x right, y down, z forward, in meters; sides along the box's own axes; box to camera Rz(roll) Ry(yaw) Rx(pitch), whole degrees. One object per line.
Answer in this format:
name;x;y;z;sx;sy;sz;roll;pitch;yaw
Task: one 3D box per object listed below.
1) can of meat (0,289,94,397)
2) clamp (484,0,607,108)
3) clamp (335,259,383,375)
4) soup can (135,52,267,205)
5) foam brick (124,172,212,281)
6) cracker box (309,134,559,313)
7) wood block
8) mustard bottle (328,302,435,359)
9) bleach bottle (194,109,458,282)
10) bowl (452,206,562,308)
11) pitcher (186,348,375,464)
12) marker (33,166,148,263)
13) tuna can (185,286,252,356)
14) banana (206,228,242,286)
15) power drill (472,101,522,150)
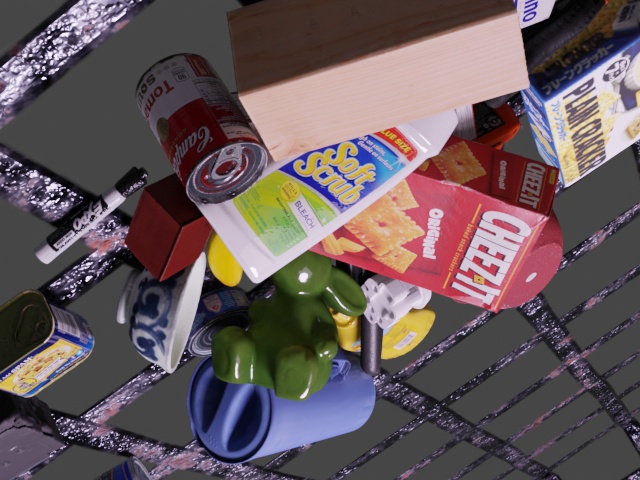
can of meat;-0.273;0.099;0.998;0.102;0.057;0.084;-34;155;6
clamp;0.191;-0.181;1.007;0.171;0.120;0.039;-39;111;-12
clamp;0.075;0.043;1.240;0.164;0.036;0.210;-48;138;-20
soup can;-0.093;-0.087;0.825;0.068;0.102;0.068;-24;152;-14
foam brick;-0.132;-0.014;0.950;0.052;0.051;0.078;-32;159;-44
cracker box;0.096;-0.028;1.017;0.164;0.214;0.072;104;6;-53
wood block;0.044;-0.146;0.811;0.206;0.090;0.090;-16;148;9
mustard bottle;0.066;0.100;1.342;0.096;0.058;0.191;-43;151;17
bleach bottle;0.018;-0.075;0.899;0.251;0.068;0.102;-36;112;-4
bowl;0.221;0.024;1.207;0.161;0.055;0.162;-27;143;-23
pitcher;-0.032;0.190;1.320;0.242;0.149;0.145;3;94;-53
marker;-0.196;-0.023;0.916;0.121;0.020;0.020;-37;152;10
tuna can;-0.114;0.089;1.168;0.086;0.034;0.086;-24;152;-14
banana;-0.071;-0.008;1.021;0.069;0.037;0.198;26;142;-18
power drill;0.133;-0.060;1.117;0.184;0.057;0.188;-30;155;-14
